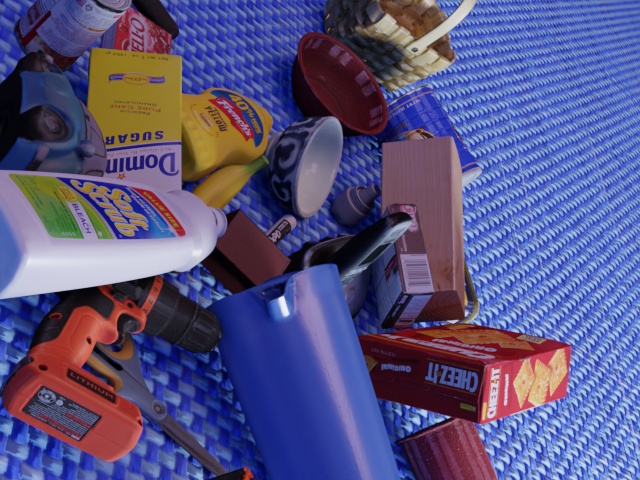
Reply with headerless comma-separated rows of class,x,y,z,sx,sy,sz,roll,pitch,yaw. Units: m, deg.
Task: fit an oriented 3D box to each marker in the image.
marker,-0.058,0.001,1.165,0.020,0.020,0.121,52,32,-5

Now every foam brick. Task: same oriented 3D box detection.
foam brick,-0.080,0.017,1.075,0.078,0.053,0.051,46,58,-16

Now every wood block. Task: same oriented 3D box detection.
wood block,0.124,-0.013,1.290,0.090,0.091,0.206,61,28,-60

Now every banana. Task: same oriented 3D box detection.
banana,-0.120,-0.025,1.059,0.037,0.070,0.197,46,42,-14

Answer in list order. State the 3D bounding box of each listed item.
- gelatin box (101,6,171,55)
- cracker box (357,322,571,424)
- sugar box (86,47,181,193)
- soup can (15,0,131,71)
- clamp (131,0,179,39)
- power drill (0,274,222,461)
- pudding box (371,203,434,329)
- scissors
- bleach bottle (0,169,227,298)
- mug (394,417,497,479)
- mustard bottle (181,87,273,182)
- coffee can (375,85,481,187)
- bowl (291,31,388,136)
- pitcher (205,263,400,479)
gelatin box,-0.199,-0.208,1.158,0.073,0.030,0.089,32,38,-33
cracker box,0.160,0.140,1.187,0.213,0.164,0.072,0,97,-54
sugar box,-0.180,-0.105,1.028,0.093,0.048,0.176,2,53,-12
soup can,-0.242,-0.222,1.044,0.068,0.102,0.068,34,37,-31
clamp,-0.238,-0.337,1.202,0.209,0.036,0.164,37,33,-45
power drill,-0.168,0.085,0.864,0.184,0.057,0.187,30,31,-18
pudding box,0.086,0.029,1.172,0.039,0.090,0.113,1,60,-14
scissors,-0.148,0.129,0.928,0.201,0.016,0.096,37,36,-28
bleach bottle,-0.173,-0.014,0.871,0.250,0.068,0.103,-7,55,-54
mug,0.144,0.236,1.157,0.117,0.093,0.081,-7,71,-59
mustard bottle,-0.110,-0.122,1.172,0.096,0.058,0.191,54,30,9
coffee can,0.144,-0.129,1.480,0.102,0.103,0.140,-17,75,-57
bowl,0.014,-0.193,1.404,0.162,0.055,0.162,30,40,-30
pitcher,-0.009,0.153,0.990,0.148,0.145,0.243,-9,77,-50
